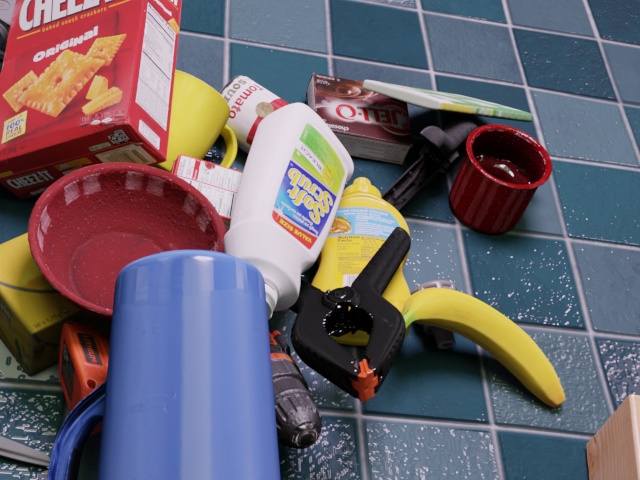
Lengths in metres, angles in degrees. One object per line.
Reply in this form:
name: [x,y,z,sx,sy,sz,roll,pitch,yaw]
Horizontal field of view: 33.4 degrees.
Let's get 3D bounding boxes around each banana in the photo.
banana: [0.147,0.090,0.979,0.197,0.037,0.069,25,61,-21]

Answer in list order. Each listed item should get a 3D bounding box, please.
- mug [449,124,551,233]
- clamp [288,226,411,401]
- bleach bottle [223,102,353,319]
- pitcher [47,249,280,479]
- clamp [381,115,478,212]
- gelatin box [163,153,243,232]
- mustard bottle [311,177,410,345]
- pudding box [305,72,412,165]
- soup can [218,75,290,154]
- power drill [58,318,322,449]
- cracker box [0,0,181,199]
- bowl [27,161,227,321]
mug: [0.195,-0.066,1.135,0.117,0.082,0.093,-22,59,-32]
clamp: [0.007,0.058,0.905,0.164,0.036,0.210,-6,34,0]
bleach bottle: [-0.030,-0.016,0.920,0.102,0.068,0.250,51,28,-26]
pitcher: [-0.100,0.136,0.731,0.149,0.145,0.243,9,65,-26]
clamp: [0.118,-0.082,1.131,0.039,0.120,0.171,48,30,11]
gelatin box: [-0.097,-0.036,0.974,0.089,0.030,0.073,16,39,-11]
mustard bottle: [0.039,0.011,1.033,0.096,0.058,0.191,3,48,1]
pudding box: [0.042,-0.134,1.177,0.113,0.039,0.090,7,48,-12]
soup can: [-0.057,-0.119,1.114,0.102,0.069,0.068,34,48,14]
power drill: [-0.107,0.113,0.859,0.187,0.057,0.185,0,25,-26]
cracker box: [-0.224,-0.159,1.017,0.164,0.072,0.213,-13,58,21]
bowl: [-0.159,0.012,0.880,0.162,0.055,0.162,10,49,-11]
